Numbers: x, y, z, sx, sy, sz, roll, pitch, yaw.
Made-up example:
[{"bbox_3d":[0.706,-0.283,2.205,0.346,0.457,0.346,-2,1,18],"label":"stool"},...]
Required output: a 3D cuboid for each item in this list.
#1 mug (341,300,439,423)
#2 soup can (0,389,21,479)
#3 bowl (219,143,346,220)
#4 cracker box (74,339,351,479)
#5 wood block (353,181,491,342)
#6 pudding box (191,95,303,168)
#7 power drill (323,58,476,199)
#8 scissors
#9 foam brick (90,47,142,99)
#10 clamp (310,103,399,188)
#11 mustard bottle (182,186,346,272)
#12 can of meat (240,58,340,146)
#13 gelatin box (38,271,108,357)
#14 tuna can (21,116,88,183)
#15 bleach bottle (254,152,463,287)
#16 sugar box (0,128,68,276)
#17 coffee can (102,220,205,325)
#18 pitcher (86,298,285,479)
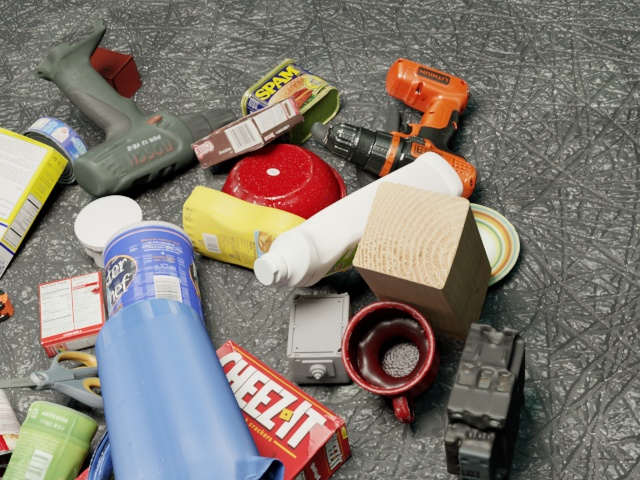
[{"bbox_3d":[0.077,0.126,1.070,0.093,0.081,0.117,-16,70,10],"label":"mug"},{"bbox_3d":[-0.338,0.202,1.086,0.068,0.068,0.102,-27,50,-15],"label":"soup can"},{"bbox_3d":[-0.051,-0.065,1.284,0.162,0.055,0.162,-5,49,5],"label":"bowl"},{"bbox_3d":[-0.101,0.218,1.032,0.164,0.072,0.213,31,59,30],"label":"cracker box"},{"bbox_3d":[0.108,0.026,1.067,0.091,0.206,0.090,14,76,20],"label":"wood block"},{"bbox_3d":[-0.090,-0.132,1.308,0.114,0.039,0.089,-15,15,41],"label":"pudding box"},{"bbox_3d":[0.104,-0.139,1.285,0.184,0.057,0.187,20,46,-5],"label":"power drill"},{"bbox_3d":[-0.265,0.151,1.072,0.096,0.201,0.016,35,104,10],"label":"scissors"},{"bbox_3d":[-0.296,-0.227,1.464,0.078,0.051,0.053,19,55,23],"label":"foam brick"},{"bbox_3d":[0.079,-0.106,1.311,0.120,0.039,0.172,-28,58,-18],"label":"clamp"},{"bbox_3d":[-0.058,0.001,1.198,0.192,0.096,0.058,17,54,20],"label":"mustard bottle"},{"bbox_3d":[-0.037,-0.176,1.378,0.084,0.057,0.102,33,62,28],"label":"can of meat"},{"bbox_3d":[-0.278,0.082,1.206,0.073,0.030,0.089,-14,48,-2],"label":"gelatin box"},{"bbox_3d":[-0.334,-0.114,1.349,0.086,0.086,0.033,20,53,23],"label":"tuna can"},{"bbox_3d":[0.036,-0.013,1.116,0.250,0.103,0.068,-24,65,-39],"label":"bleach bottle"},{"bbox_3d":[-0.390,-0.043,1.292,0.093,0.048,0.176,20,75,24],"label":"sugar box"},{"bbox_3d":[-0.181,0.063,1.159,0.103,0.103,0.140,-13,49,-3],"label":"coffee can"},{"bbox_3d":[-0.137,0.174,0.952,0.149,0.145,0.243,-5,41,-20],"label":"pitcher"}]
